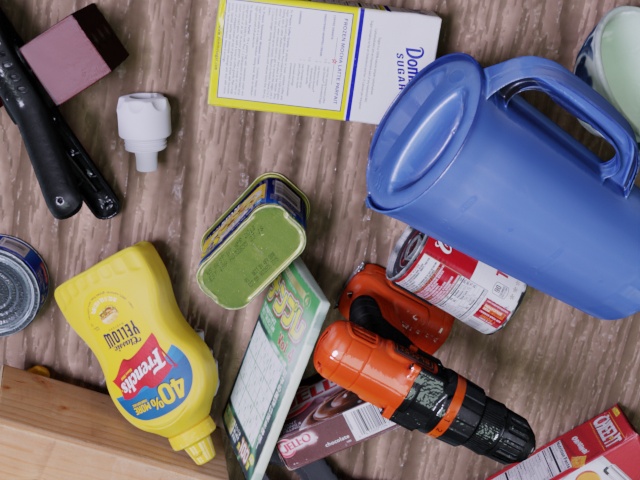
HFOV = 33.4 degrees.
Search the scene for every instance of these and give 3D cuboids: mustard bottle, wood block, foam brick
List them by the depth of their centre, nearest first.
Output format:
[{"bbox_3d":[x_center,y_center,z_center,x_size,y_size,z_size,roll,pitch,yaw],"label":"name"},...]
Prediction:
[{"bbox_3d":[-0.191,-0.147,0.834,0.051,0.078,0.053,-30,107,11],"label":"foam brick"},{"bbox_3d":[-0.142,0.103,0.907,0.096,0.058,0.191,-28,92,19],"label":"mustard bottle"},{"bbox_3d":[-0.193,0.194,0.928,0.205,0.090,0.091,21,109,-20],"label":"wood block"}]

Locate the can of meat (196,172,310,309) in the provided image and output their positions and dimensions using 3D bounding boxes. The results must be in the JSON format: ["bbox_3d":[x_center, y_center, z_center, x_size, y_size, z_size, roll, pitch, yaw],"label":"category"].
[{"bbox_3d":[-0.056,0.001,0.884,0.057,0.084,0.102,42,103,-14],"label":"can of meat"}]

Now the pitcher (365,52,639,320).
[{"bbox_3d":[0.169,-0.036,0.824,0.242,0.149,0.145,28,88,-25],"label":"pitcher"}]

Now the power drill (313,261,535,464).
[{"bbox_3d":[0.081,0.095,0.864,0.184,0.187,0.057,30,104,-9],"label":"power drill"}]

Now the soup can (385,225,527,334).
[{"bbox_3d":[0.116,0.028,0.904,0.102,0.068,0.068,30,106,-11],"label":"soup can"}]

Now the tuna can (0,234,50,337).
[{"bbox_3d":[-0.280,0.040,0.921,0.086,0.034,0.086,0,109,-1],"label":"tuna can"}]

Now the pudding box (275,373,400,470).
[{"bbox_3d":[0.015,0.145,0.932,0.113,0.090,0.039,-22,110,6],"label":"pudding box"}]

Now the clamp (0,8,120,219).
[{"bbox_3d":[-0.222,-0.102,0.840,0.036,0.164,0.210,-29,84,-1],"label":"clamp"}]

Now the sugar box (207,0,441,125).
[{"bbox_3d":[0.002,-0.146,0.855,0.176,0.048,0.093,6,109,-7],"label":"sugar box"}]
